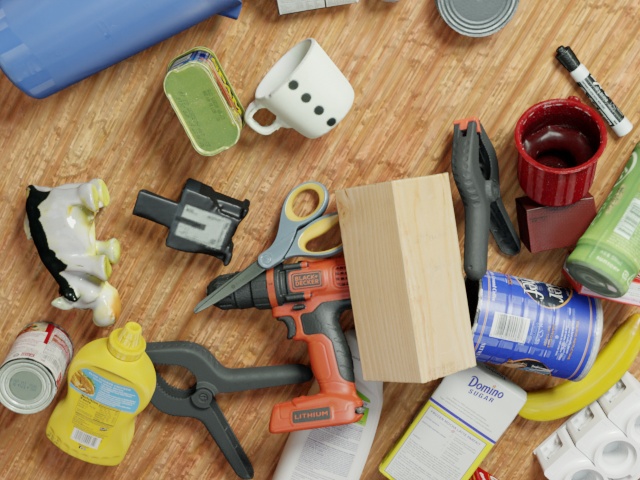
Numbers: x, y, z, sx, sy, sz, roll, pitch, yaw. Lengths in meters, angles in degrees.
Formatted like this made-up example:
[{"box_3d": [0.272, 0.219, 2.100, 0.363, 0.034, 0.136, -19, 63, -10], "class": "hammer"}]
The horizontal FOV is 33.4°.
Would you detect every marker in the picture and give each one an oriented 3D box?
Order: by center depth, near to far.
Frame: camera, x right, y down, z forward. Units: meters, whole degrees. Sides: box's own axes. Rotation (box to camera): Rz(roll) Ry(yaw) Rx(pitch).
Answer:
[{"box_3d": [0.292, -0.162, 1.145, 0.020, 0.020, 0.121, -40, 105, 11], "class": "marker"}]

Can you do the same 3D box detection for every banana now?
[{"box_3d": [0.302, 0.159, 1.242, 0.198, 0.037, 0.069, -30, 107, 8], "class": "banana"}]

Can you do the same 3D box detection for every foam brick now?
[{"box_3d": [0.260, -0.024, 1.173, 0.078, 0.051, 0.053, -10, 107, 1], "class": "foam brick"}]

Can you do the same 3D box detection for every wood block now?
[{"box_3d": [0.090, 0.039, 1.126, 0.090, 0.091, 0.206, -11, 93, -41], "class": "wood block"}]

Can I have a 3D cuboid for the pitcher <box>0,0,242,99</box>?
[{"box_3d": [-0.211, -0.247, 1.045, 0.243, 0.145, 0.149, -27, 84, 10], "class": "pitcher"}]

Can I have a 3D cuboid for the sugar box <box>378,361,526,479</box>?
[{"box_3d": [0.154, 0.223, 1.246, 0.093, 0.048, 0.176, 35, 102, 5], "class": "sugar box"}]

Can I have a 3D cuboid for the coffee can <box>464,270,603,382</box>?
[{"box_3d": [0.227, 0.093, 1.184, 0.140, 0.103, 0.103, 12, 108, -6], "class": "coffee can"}]

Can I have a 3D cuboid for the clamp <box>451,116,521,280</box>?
[{"box_3d": [0.178, -0.047, 1.153, 0.039, 0.120, 0.171, -5, 92, 27], "class": "clamp"}]

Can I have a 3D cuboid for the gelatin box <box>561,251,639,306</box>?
[{"box_3d": [0.322, 0.043, 1.185, 0.089, 0.073, 0.030, 11, 107, -5], "class": "gelatin box"}]

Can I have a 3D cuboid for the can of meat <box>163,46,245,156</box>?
[{"box_3d": [-0.120, -0.144, 1.105, 0.057, 0.084, 0.102, -25, 107, 7], "class": "can of meat"}]

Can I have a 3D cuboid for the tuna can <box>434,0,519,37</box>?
[{"box_3d": [0.161, -0.255, 1.102, 0.086, 0.034, 0.086, -1, 108, -2], "class": "tuna can"}]

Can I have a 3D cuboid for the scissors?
[{"box_3d": [-0.058, 0.001, 1.161, 0.201, 0.016, 0.096, -20, 74, 0], "class": "scissors"}]

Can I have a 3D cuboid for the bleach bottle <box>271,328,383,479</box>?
[{"box_3d": [0.029, 0.203, 1.237, 0.102, 0.068, 0.251, 21, 104, -9], "class": "bleach bottle"}]

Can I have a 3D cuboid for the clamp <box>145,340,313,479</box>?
[{"box_3d": [-0.133, 0.184, 1.238, 0.210, 0.036, 0.165, 20, 108, -6], "class": "clamp"}]

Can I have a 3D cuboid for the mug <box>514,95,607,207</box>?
[{"box_3d": [0.253, -0.098, 1.126, 0.093, 0.117, 0.081, 13, 153, 15], "class": "mug"}]

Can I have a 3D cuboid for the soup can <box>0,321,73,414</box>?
[{"box_3d": [-0.316, 0.140, 1.183, 0.068, 0.102, 0.068, -1, 108, -2], "class": "soup can"}]

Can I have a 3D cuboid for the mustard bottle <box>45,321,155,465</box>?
[{"box_3d": [-0.237, 0.165, 1.192, 0.096, 0.058, 0.192, 25, 122, -3], "class": "mustard bottle"}]

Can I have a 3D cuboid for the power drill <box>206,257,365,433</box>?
[{"box_3d": [-0.029, 0.115, 1.174, 0.184, 0.057, 0.187, -8, 83, 10], "class": "power drill"}]
